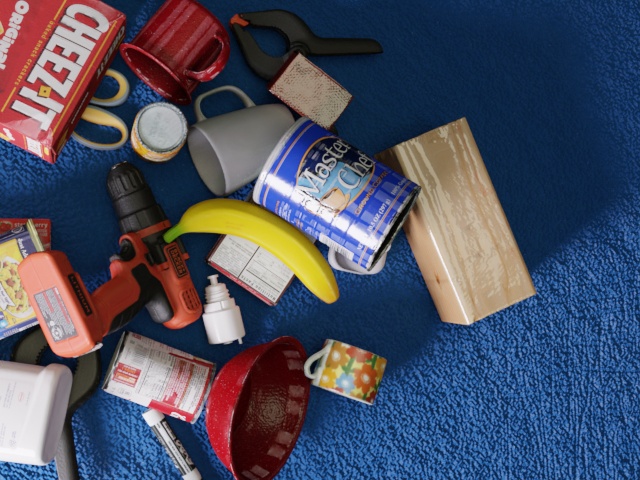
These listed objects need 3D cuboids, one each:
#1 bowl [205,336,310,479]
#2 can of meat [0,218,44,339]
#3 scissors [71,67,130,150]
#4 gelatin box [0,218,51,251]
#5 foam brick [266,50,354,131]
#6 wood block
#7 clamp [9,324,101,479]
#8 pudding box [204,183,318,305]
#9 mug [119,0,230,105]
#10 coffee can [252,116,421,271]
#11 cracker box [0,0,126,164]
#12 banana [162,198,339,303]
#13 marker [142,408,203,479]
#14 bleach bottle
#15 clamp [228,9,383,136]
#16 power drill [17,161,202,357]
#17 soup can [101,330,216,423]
[{"bbox_3d":[-0.072,0.173,1.112,0.055,0.162,0.162,11,84,26],"label":"bowl"},{"bbox_3d":[-0.306,0.041,1.057,0.083,0.057,0.102,-23,95,-15],"label":"can of meat"},{"bbox_3d":[-0.289,-0.163,1.123,0.201,0.016,0.096,26,81,-11],"label":"scissors"},{"bbox_3d":[-0.324,0.014,1.100,0.089,0.030,0.073,1,88,-13],"label":"gelatin box"},{"bbox_3d":[-0.011,-0.158,1.136,0.078,0.051,0.053,38,96,-11],"label":"foam brick"},{"bbox_3d":[0.146,-0.020,1.179,0.090,0.091,0.206,-23,93,-12],"label":"wood block"},{"bbox_3d":[-0.278,0.167,1.099,0.164,0.036,0.210,32,81,-4],"label":"clamp"},{"bbox_3d":[-0.058,0.001,1.158,0.090,0.039,0.113,35,83,-10],"label":"pudding box"},{"bbox_3d":[-0.141,-0.199,1.112,0.081,0.117,0.093,-53,138,-15],"label":"mug"},{"bbox_3d":[0.017,-0.048,1.088,0.140,0.103,0.103,32,81,8],"label":"coffee can"},{"bbox_3d":[-0.328,-0.202,1.076,0.213,0.072,0.164,27,78,-6],"label":"cracker box"},{"bbox_3d":[-0.063,0.002,1.118,0.197,0.037,0.069,21,91,-11],"label":"banana"},{"bbox_3d":[-0.150,0.230,1.137,0.020,0.020,0.121,-33,95,-12],"label":"marker"},{"bbox_3d":[-0.379,0.152,1.047,0.251,0.068,0.102,10,78,4],"label":"bleach bottle"},{"bbox_3d":[-0.017,-0.208,1.175,0.171,0.039,0.120,38,80,-13],"label":"clamp"},{"bbox_3d":[-0.209,0.022,1.063,0.187,0.057,0.184,-28,95,-54],"label":"power drill"},{"bbox_3d":[-0.168,0.142,1.112,0.102,0.068,0.068,22,83,-11],"label":"soup can"}]
